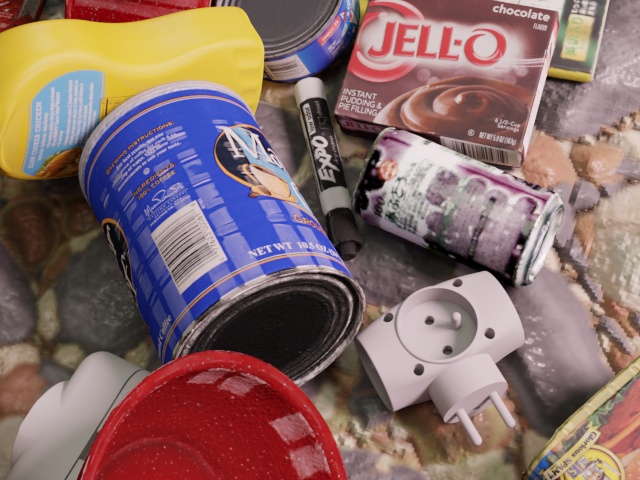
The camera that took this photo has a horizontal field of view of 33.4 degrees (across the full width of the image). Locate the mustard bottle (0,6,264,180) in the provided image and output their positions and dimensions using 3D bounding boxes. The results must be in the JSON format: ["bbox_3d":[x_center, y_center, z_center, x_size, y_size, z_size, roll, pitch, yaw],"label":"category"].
[{"bbox_3d":[-0.130,-0.075,0.574,0.191,0.096,0.058,-11,58,-29],"label":"mustard bottle"}]

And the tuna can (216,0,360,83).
[{"bbox_3d":[-0.019,-0.140,0.656,0.086,0.033,0.086,-10,63,20],"label":"tuna can"}]

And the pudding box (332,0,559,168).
[{"bbox_3d":[0.073,-0.097,0.622,0.113,0.039,0.090,14,77,13],"label":"pudding box"}]

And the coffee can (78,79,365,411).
[{"bbox_3d":[-0.054,0.001,0.548,0.102,0.103,0.140,-26,55,-8],"label":"coffee can"}]

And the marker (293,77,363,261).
[{"bbox_3d":[0.004,-0.042,0.621,0.020,0.020,0.121,-13,61,0],"label":"marker"}]

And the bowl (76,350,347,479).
[{"bbox_3d":[-0.058,0.133,0.483,0.055,0.162,0.162,-14,53,42],"label":"bowl"}]

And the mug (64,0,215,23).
[{"bbox_3d":[-0.105,-0.154,0.639,0.081,0.117,0.093,9,89,-5],"label":"mug"}]
